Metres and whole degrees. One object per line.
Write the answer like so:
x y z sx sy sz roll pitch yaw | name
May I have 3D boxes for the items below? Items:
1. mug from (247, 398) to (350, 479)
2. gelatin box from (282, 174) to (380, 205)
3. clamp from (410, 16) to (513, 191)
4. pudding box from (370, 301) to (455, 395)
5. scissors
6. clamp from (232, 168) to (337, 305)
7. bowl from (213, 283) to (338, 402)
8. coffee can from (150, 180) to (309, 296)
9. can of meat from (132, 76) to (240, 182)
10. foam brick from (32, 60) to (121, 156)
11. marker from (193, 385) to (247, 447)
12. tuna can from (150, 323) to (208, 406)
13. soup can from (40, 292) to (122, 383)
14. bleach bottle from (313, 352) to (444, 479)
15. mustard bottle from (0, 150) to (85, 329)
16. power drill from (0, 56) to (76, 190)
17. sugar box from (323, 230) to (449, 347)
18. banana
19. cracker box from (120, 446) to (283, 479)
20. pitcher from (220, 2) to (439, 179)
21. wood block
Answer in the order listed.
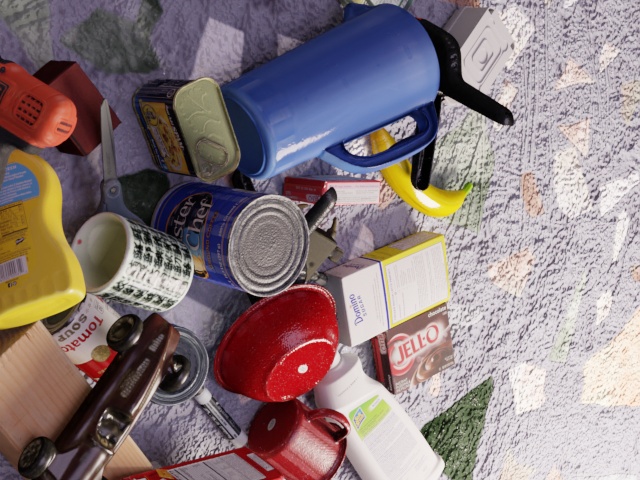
-0.020 0.227 1.228 0.081 0.117 0.093 43 31 -32 | mug
0.013 -0.057 1.227 0.089 0.073 0.030 -5 100 -41 | gelatin box
0.147 -0.183 1.271 0.036 0.165 0.210 3 69 -41 | clamp
0.119 0.136 1.377 0.113 0.039 0.090 -22 111 -37 | pudding box
-0.217 -0.035 1.031 0.096 0.016 0.202 -34 138 -20 | scissors
-0.058 0.001 1.179 0.039 0.120 0.171 -20 131 -64 | clamp
-0.036 0.127 1.184 0.161 0.055 0.162 -25 141 -23 | bowl
-0.095 -0.004 1.098 0.102 0.141 0.103 -9 103 -40 | coffee can
-0.137 -0.114 1.079 0.057 0.084 0.102 -33 118 -33 | can of meat
-0.239 -0.126 1.010 0.051 0.053 0.078 -50 127 -23 | foam brick
-0.119 0.188 1.192 0.020 0.020 0.121 -50 126 -23 | marker
-0.162 0.130 1.122 0.086 0.034 0.086 -1 92 -28 | tuna can
-0.224 0.095 1.052 0.102 0.069 0.068 48 67 -35 | soup can
0.063 0.222 1.330 0.102 0.068 0.250 -45 121 -26 | bleach bottle
-0.276 -0.024 0.953 0.058 0.096 0.191 40 31 -70 | mustard bottle
-0.315 -0.078 0.903 0.188 0.185 0.057 -62 160 7 | power drill
0.084 0.058 1.330 0.175 0.048 0.093 -20 110 -33 | sugar box
0.122 -0.075 1.347 0.197 0.037 0.069 28 61 -42 | banana
-0.142 0.313 1.098 0.213 0.072 0.164 2 113 -60 | cracker box
0.010 -0.151 1.168 0.242 0.149 0.145 -30 130 -30 | pitcher
-0.263 0.171 1.018 0.090 0.090 0.206 -46 124 -27 | wood block
